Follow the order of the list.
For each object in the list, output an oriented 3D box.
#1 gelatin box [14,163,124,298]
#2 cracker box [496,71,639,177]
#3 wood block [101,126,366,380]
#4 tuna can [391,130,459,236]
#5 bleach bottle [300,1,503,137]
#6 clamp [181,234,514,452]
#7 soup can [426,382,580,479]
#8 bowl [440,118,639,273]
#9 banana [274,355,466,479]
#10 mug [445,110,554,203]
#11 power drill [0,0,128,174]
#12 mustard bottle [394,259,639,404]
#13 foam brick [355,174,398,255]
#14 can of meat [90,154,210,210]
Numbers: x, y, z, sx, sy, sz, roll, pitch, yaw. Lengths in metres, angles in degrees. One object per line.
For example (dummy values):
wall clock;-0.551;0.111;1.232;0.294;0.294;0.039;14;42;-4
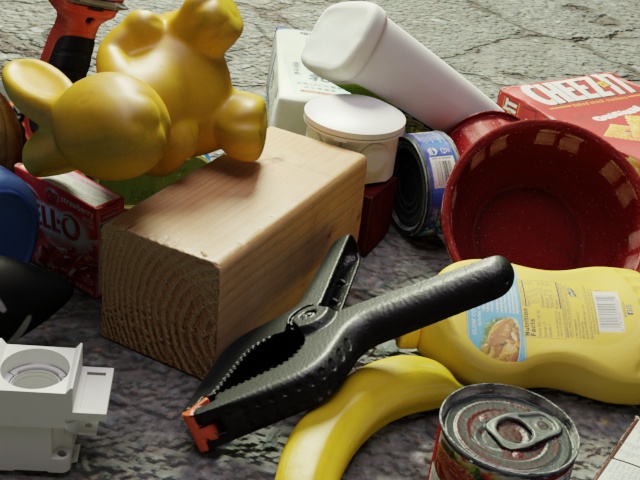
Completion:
gelatin box;-0.180;-0.011;0.758;0.089;0.073;0.030;26;35;29
cracker box;0.294;-0.091;1.018;0.163;0.072;0.214;-12;34;-32
wood block;-0.055;0.000;0.753;0.091;0.090;0.205;19;31;22
tuna can;0.083;-0.046;0.873;0.033;0.086;0.086;-6;32;-21
bleach bottle;0.107;-0.117;0.935;0.250;0.068;0.103;28;-1;-28
clamp;0.008;0.058;0.654;0.165;0.036;0.209;2;32;48
soup can;0.085;0.132;0.535;0.068;0.102;0.068;6;29;-3
bowl;0.165;-0.008;0.806;0.162;0.162;0.055;2;-15;-6
banana;0.026;0.110;0.627;0.070;0.037;0.197;25;33;32
mug;0.158;-0.044;0.899;0.117;0.093;0.081;34;19;-33
power drill;-0.225;-0.145;0.876;0.057;0.188;0.185;0;31;-37
mustard bottle;0.127;0.058;0.720;0.191;0.058;0.096;5;52;-4
foam brick;0.016;-0.032;0.864;0.078;0.053;0.051;21;31;21
can of meat;-0.143;-0.067;0.887;0.102;0.057;0.084;-1;32;-15
